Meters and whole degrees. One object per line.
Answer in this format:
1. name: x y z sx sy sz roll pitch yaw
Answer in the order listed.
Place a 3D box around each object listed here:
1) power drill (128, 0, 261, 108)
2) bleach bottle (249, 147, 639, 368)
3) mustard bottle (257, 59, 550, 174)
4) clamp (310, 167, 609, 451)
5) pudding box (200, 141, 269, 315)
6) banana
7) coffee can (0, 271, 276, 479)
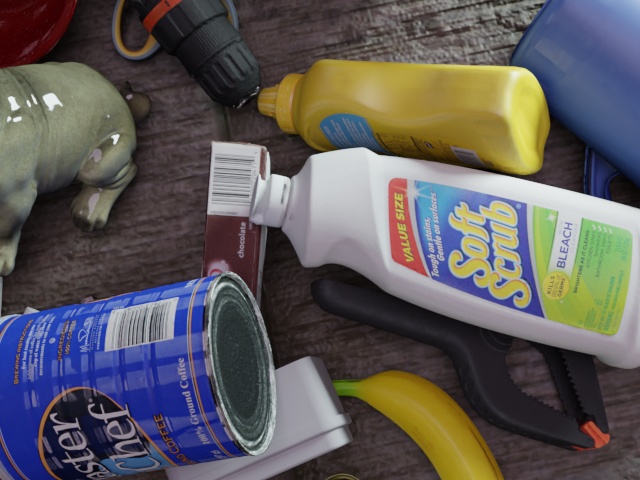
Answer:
1. power drill: -0.049 -0.205 0.687 0.188 0.057 0.184 -37 92 11
2. bleach bottle: 0.080 0.006 0.648 0.250 0.068 0.102 11 90 -8
3. mustard bottle: 0.045 -0.083 0.691 0.192 0.096 0.058 8 80 27
4. clamp: 0.118 0.048 0.704 0.210 0.036 0.164 43 70 -1
5. pudding box: -0.055 0.001 0.689 0.039 0.090 0.113 5 81 -1
6. banana: 0.086 0.158 0.697 0.070 0.037 0.198 -37 79 25
7. coffee can: -0.107 0.080 0.601 0.140 0.102 0.103 -12 82 14
